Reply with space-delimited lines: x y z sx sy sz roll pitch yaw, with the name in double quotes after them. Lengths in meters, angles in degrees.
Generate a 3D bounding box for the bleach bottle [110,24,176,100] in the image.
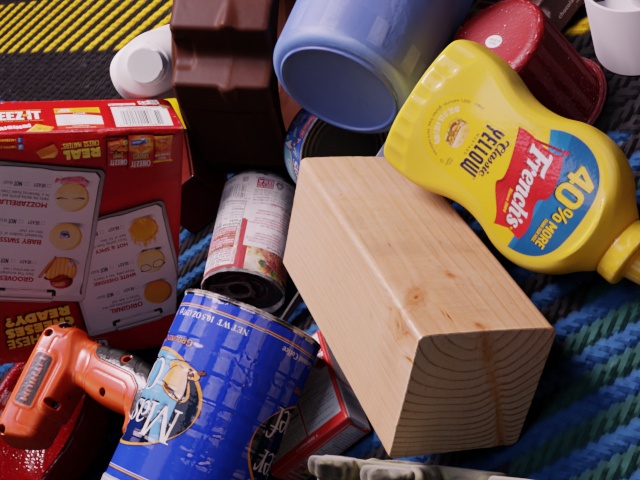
-0.127 -0.165 0.960 0.102 0.068 0.251 -30 9 7 "bleach bottle"

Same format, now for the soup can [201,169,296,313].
-0.056 0.001 0.877 0.069 0.068 0.102 -20 47 36 "soup can"

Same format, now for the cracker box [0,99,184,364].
-0.203 -0.009 0.882 0.072 0.164 0.214 -121 31 -53 "cracker box"

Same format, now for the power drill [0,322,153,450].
-0.154 0.150 0.824 0.188 0.057 0.184 13 68 24 "power drill"

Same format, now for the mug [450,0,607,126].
0.137 -0.104 0.745 0.093 0.081 0.117 -7 56 44 "mug"

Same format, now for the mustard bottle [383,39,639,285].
0.135 -0.035 0.664 0.192 0.058 0.096 41 111 21 "mustard bottle"

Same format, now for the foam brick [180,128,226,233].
-0.124 -0.056 1.009 0.051 0.053 0.078 -38 38 18 "foam brick"

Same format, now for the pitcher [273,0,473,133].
0.064 -0.205 0.786 0.145 0.149 0.242 14 63 24 "pitcher"

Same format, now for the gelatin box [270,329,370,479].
-0.009 0.119 0.763 0.073 0.030 0.089 -40 39 18 "gelatin box"

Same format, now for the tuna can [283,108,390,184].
0.014 -0.072 0.847 0.086 0.086 0.034 -54 35 -2 "tuna can"

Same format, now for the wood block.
0.053 0.033 0.691 0.206 0.090 0.091 -122 37 -52 "wood block"

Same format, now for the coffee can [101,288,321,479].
-0.072 0.117 0.722 0.103 0.102 0.140 7 69 49 "coffee can"

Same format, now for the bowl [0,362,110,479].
-0.238 0.166 0.946 0.162 0.055 0.162 -28 43 29 "bowl"
